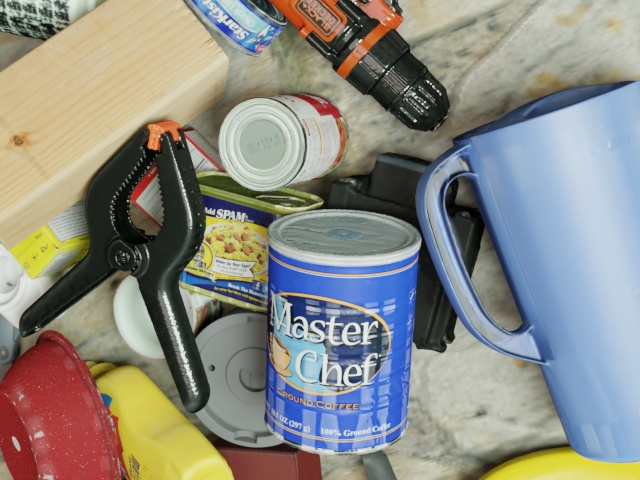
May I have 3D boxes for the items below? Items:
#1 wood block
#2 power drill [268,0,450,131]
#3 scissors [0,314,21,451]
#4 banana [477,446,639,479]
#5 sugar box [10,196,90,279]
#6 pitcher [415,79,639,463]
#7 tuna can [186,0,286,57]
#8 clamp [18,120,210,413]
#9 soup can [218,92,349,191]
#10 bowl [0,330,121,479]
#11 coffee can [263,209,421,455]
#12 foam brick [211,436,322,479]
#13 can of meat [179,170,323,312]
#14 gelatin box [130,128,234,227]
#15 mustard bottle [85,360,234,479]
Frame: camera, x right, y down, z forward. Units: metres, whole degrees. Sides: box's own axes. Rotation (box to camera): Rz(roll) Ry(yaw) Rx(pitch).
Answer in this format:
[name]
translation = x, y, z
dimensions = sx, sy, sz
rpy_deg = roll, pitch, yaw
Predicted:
[wood block]
translation = -0.177, -0.096, 0.787
dimensions = 0.206, 0.090, 0.091
rpy_deg = -37, 86, -13
[power drill]
translation = 0.066, -0.195, 0.755
dimensions = 0.184, 0.057, 0.188
rpy_deg = 43, 108, -1
[scissors]
translation = -0.259, 0.089, 0.933
dimensions = 0.096, 0.016, 0.202
rpy_deg = -4, 97, 19
[banana]
translation = 0.184, 0.182, 0.776
dimensions = 0.198, 0.037, 0.069
rpy_deg = -15, 56, 15
[sugar box]
translation = -0.250, -0.055, 0.867
dimensions = 0.048, 0.093, 0.176
rpy_deg = -43, 83, 19
[pitcher]
translation = 0.176, 0.023, 0.715
dimensions = 0.149, 0.144, 0.243
rpy_deg = -15, 97, 34
[tuna can]
translation = -0.065, -0.178, 0.789
dimensions = 0.034, 0.086, 0.086
rpy_deg = -43, 84, 17
[clamp]
translation = -0.145, 0.011, 0.787
dimensions = 0.165, 0.036, 0.210
rpy_deg = 14, 107, 17
[soup can]
translation = -0.025, -0.073, 0.783
dimensions = 0.069, 0.102, 0.068
rpy_deg = 3, 100, 18
[bowl]
translation = -0.222, 0.157, 0.866
dimensions = 0.162, 0.055, 0.162
rpy_deg = 28, 126, 47
[coffee can]
translation = 0.013, 0.060, 0.729
dimensions = 0.103, 0.102, 0.140
rpy_deg = 8, 109, 17
[foam brick]
translation = -0.044, 0.183, 0.856
dimensions = 0.078, 0.053, 0.051
rpy_deg = 0, 98, 18
[can of meat]
translation = -0.055, 0.001, 0.794
dimensions = 0.102, 0.057, 0.084
rpy_deg = 15, 106, 23
[gelatin box]
translation = -0.097, -0.033, 0.852
dimensions = 0.089, 0.030, 0.073
rpy_deg = 43, 109, 5
[mustard bottle]
translation = -0.143, 0.155, 0.856
dimensions = 0.192, 0.058, 0.096
rpy_deg = 38, 140, 40
